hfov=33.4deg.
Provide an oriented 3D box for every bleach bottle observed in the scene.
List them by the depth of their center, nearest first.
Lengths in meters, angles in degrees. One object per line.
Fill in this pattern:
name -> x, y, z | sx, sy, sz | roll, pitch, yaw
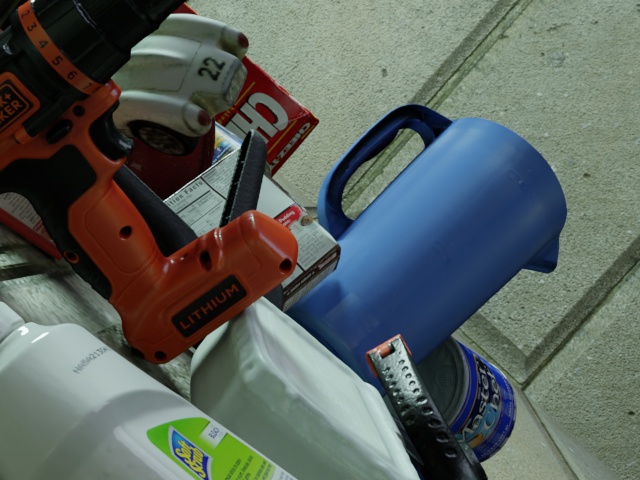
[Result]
bleach bottle -> -0.029, 0.107, 0.373 | 0.251, 0.068, 0.102 | 40, 4, 2

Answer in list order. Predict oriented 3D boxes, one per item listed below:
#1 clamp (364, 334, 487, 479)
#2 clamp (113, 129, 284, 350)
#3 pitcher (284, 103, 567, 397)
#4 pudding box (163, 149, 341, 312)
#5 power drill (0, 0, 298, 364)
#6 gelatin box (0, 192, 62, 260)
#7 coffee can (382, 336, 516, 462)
clamp -> 0.085, 0.150, 0.666 | 0.210, 0.036, 0.164 | 61, 1, 21
clamp -> -0.079, 0.008, 0.684 | 0.039, 0.120, 0.171 | 128, -46, -63
pitcher -> 0.067, 0.012, 0.843 | 0.149, 0.242, 0.145 | 26, -35, 37
pudding box -> -0.055, 0.001, 0.751 | 0.113, 0.089, 0.039 | 41, -29, 17
power drill -> -0.095, -0.040, 0.544 | 0.187, 0.184, 0.057 | 49, 13, -24
gelatin box -> -0.178, -0.034, 0.632 | 0.073, 0.030, 0.089 | 40, 5, -27
coffee can -> 0.101, 0.136, 0.930 | 0.103, 0.103, 0.140 | 45, 5, 33
